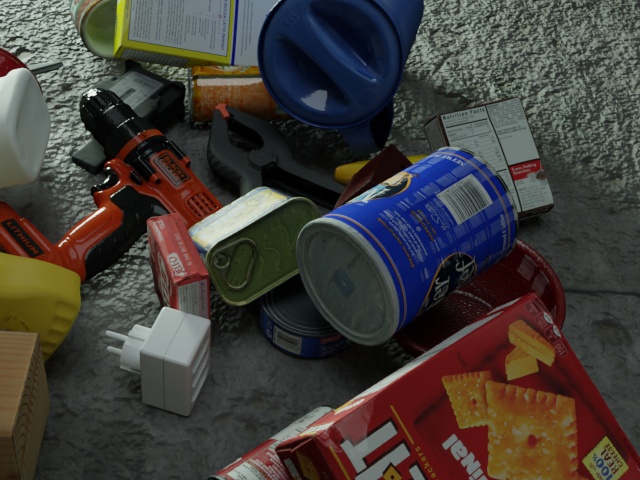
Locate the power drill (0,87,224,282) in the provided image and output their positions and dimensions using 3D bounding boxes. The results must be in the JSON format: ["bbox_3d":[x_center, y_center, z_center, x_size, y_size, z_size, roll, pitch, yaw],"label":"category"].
[{"bbox_3d":[-0.198,-0.036,0.909,0.187,0.057,0.184,-34,71,-31],"label":"power drill"}]

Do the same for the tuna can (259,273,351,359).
[{"bbox_3d":[-0.008,0.055,0.877,0.086,0.034,0.086,3,45,-4],"label":"tuna can"}]

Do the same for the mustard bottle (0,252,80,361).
[{"bbox_3d":[-0.277,0.034,0.766,0.191,0.096,0.058,23,38,-32],"label":"mustard bottle"}]

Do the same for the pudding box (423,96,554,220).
[{"bbox_3d":[0.155,-0.069,0.981,0.090,0.039,0.113,-14,80,-19],"label":"pudding box"}]

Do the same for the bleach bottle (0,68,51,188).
[{"bbox_3d":[-0.354,-0.073,0.871,0.251,0.068,0.102,-9,41,6],"label":"bleach bottle"}]

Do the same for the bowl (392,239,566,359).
[{"bbox_3d":[0.115,0.057,0.875,0.162,0.055,0.162,3,45,-4],"label":"bowl"}]

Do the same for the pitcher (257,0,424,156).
[{"bbox_3d":[0.036,-0.197,1.045,0.145,0.149,0.242,27,28,1],"label":"pitcher"}]

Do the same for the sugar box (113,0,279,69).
[{"bbox_3d":[-0.115,-0.218,1.074,0.176,0.048,0.093,8,80,-22],"label":"sugar box"}]

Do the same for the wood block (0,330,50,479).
[{"bbox_3d":[-0.304,0.118,0.741,0.206,0.090,0.091,4,44,-3],"label":"wood block"}]

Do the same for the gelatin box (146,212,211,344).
[{"bbox_3d":[-0.112,0.034,0.846,0.030,0.089,0.073,-16,50,-17],"label":"gelatin box"}]

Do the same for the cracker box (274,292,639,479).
[{"bbox_3d":[0.103,0.154,0.722,0.213,0.072,0.164,-28,84,-30],"label":"cracker box"}]

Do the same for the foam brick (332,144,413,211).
[{"bbox_3d":[0.054,-0.038,0.941,0.053,0.051,0.078,45,34,-11],"label":"foam brick"}]

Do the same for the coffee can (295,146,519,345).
[{"bbox_3d":[0.067,0.002,0.810,0.140,0.103,0.103,-31,56,-32],"label":"coffee can"}]

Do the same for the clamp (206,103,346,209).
[{"bbox_3d":[-0.059,-0.058,0.980,0.120,0.039,0.172,-28,57,-36],"label":"clamp"}]

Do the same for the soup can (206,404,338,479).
[{"bbox_3d":[-0.020,0.167,0.742,0.102,0.068,0.069,-29,55,-31],"label":"soup can"}]

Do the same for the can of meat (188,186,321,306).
[{"bbox_3d":[-0.056,0.001,0.869,0.102,0.057,0.084,-31,21,-15],"label":"can of meat"}]
